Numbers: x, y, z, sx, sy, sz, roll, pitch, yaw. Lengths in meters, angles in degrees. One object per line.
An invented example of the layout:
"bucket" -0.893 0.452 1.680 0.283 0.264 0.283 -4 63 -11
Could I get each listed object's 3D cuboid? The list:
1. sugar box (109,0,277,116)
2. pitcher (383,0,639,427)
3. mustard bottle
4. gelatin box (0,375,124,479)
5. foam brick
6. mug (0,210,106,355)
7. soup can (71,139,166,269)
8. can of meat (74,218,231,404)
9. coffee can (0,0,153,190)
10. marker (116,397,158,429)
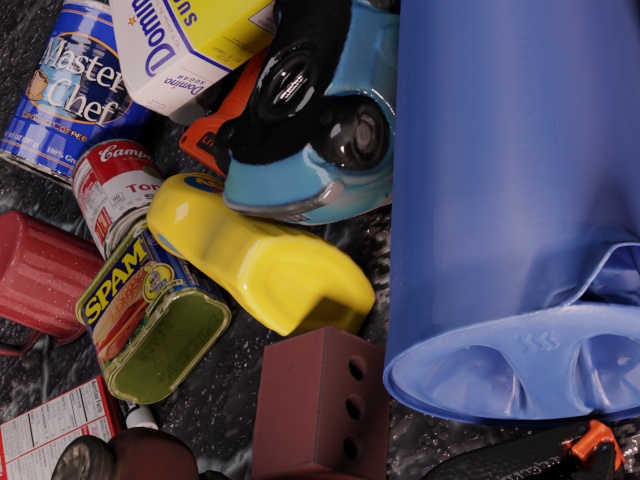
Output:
"sugar box" -0.062 -0.166 0.698 0.176 0.048 0.093 -29 61 27
"pitcher" 0.091 -0.041 0.486 0.149 0.144 0.243 -17 57 32
"mustard bottle" -0.054 0.000 0.656 0.192 0.096 0.058 29 92 53
"gelatin box" -0.178 0.145 0.739 0.089 0.030 0.073 -26 43 -2
"foam brick" 0.001 0.093 0.572 0.051 0.052 0.078 -21 54 41
"mug" -0.231 0.037 0.849 0.117 0.081 0.093 -59 38 5
"soup can" -0.140 -0.023 0.792 0.068 0.068 0.102 -53 39 12
"can of meat" -0.114 0.049 0.730 0.102 0.057 0.084 -50 41 15
"coffee can" -0.189 -0.113 0.874 0.103 0.102 0.140 16 81 52
"marker" -0.140 0.097 0.760 0.020 0.020 0.121 -52 39 13
